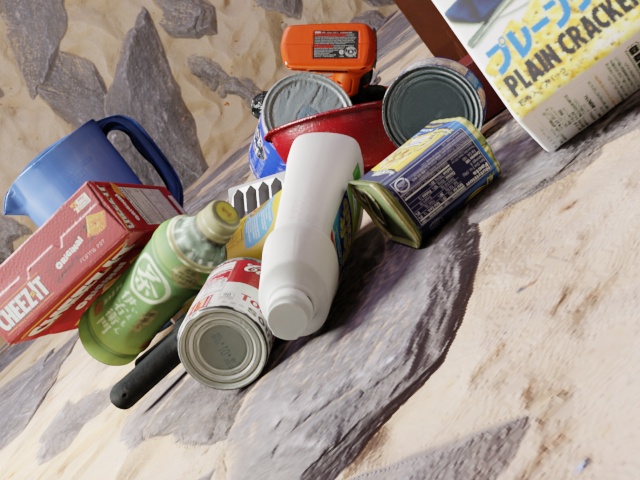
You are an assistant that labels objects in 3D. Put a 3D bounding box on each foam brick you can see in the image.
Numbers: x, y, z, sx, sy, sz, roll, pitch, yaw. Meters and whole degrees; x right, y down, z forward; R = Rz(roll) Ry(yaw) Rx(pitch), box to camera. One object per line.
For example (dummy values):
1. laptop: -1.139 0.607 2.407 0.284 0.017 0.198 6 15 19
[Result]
1. foam brick: 0.125 -0.126 0.961 0.078 0.053 0.051 -35 11 22

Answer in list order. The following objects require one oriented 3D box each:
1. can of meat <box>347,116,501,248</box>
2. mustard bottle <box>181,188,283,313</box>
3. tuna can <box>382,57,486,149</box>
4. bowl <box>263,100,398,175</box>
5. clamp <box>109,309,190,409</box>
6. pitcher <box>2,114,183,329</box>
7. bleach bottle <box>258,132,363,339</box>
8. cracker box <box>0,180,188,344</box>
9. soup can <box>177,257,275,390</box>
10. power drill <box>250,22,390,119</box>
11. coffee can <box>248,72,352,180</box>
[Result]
1. can of meat: 0.076 -0.045 0.784 0.084 0.057 0.102 -39 10 -6
2. mustard bottle: -0.057 0.002 1.047 0.192 0.058 0.096 -37 21 18
3. tuna can: 0.097 -0.111 0.906 0.086 0.086 0.033 -35 10 27
4. bowl: 0.028 -0.092 1.052 0.162 0.055 0.162 -12 -2 -1
5. clamp: -0.121 0.089 0.967 0.172 0.039 0.120 -41 10 16
6. pitcher: -0.233 -0.019 1.247 0.149 0.243 0.145 -36 11 22
7. bleach bottle: -0.008 0.005 0.816 0.068 0.102 0.250 3 27 6
8. cracker box: -0.228 0.021 1.076 0.164 0.072 0.213 -43 -6 9
9. soup can: -0.065 0.061 0.805 0.069 0.068 0.102 -37 11 17
10. power drill: 0.000 -0.188 1.259 0.184 0.057 0.187 -2 -16 4
11. coffee can: -0.024 -0.117 1.221 0.102 0.103 0.140 -43 -4 -18
